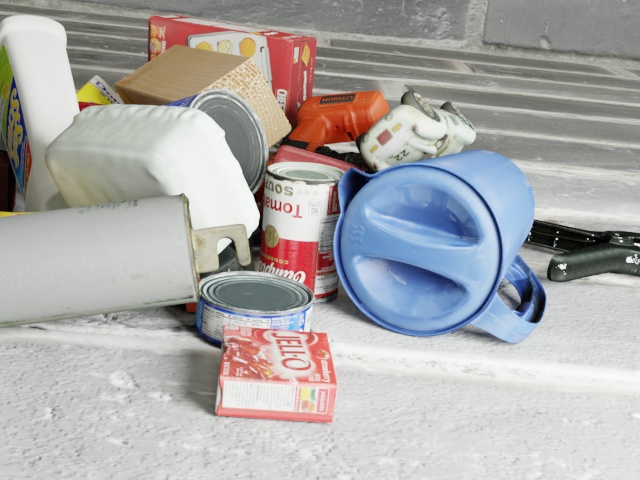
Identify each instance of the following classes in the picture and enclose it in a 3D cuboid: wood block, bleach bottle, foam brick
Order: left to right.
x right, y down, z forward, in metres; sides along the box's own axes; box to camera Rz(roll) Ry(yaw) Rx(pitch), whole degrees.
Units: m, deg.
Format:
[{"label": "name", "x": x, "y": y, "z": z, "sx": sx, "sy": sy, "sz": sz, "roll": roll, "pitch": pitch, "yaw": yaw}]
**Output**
[{"label": "foam brick", "x": -0.330, "y": -0.054, "z": 1.006, "sx": 0.078, "sy": 0.051, "sz": 0.053, "roll": 3, "pitch": 18, "yaw": -9}, {"label": "bleach bottle", "x": -0.246, "y": -0.089, "z": 0.962, "sx": 0.068, "sy": 0.103, "sz": 0.251, "roll": 1, "pitch": 45, "yaw": -30}, {"label": "wood block", "x": -0.129, "y": -0.141, "z": 1.128, "sx": 0.090, "sy": 0.090, "sz": 0.206, "roll": -38, "pitch": 27, "yaw": -16}]

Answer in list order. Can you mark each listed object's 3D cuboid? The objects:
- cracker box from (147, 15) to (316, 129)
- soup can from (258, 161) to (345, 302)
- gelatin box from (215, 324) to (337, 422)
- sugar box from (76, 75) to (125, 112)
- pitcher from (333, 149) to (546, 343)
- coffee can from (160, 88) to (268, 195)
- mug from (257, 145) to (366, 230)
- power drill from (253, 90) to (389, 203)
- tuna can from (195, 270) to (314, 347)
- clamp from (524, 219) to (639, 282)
[{"label": "cracker box", "x": -0.115, "y": -0.187, "z": 1.334, "sx": 0.214, "sy": 0.164, "sz": 0.072, "roll": 14, "pitch": 20, "yaw": 26}, {"label": "soup can", "x": -0.015, "y": -0.008, "z": 0.873, "sx": 0.068, "sy": 0.102, "sz": 0.068, "roll": 5, "pitch": 16, "yaw": -2}, {"label": "gelatin box", "x": -0.029, "y": 0.084, "z": 0.689, "sx": 0.073, "sy": 0.030, "sz": 0.089, "roll": 5, "pitch": 17, "yaw": -5}, {"label": "sugar box", "x": -0.255, "y": -0.136, "z": 1.245, "sx": 0.093, "sy": 0.048, "sz": 0.176, "roll": 47, "pitch": 12, "yaw": -15}, {"label": "pitcher", "x": 0.118, "y": -0.005, "z": 0.902, "sx": 0.145, "sy": 0.149, "sz": 0.242, "roll": -4, "pitch": 9, "yaw": 21}, {"label": "coffee can", "x": -0.133, "y": -0.074, "z": 0.977, "sx": 0.141, "sy": 0.103, "sz": 0.102, "roll": -10, "pitch": 3, "yaw": 41}, {"label": "mug", "x": -0.012, "y": -0.031, "z": 0.967, "sx": 0.081, "sy": 0.093, "sz": 0.117, "roll": 16, "pitch": 40, "yaw": 0}, {"label": "power drill", "x": 0.008, "y": -0.097, "z": 1.115, "sx": 0.185, "sy": 0.057, "sz": 0.187, "roll": -1, "pitch": 28, "yaw": 27}, {"label": "tuna can", "x": -0.049, "y": 0.052, "z": 0.782, "sx": 0.086, "sy": 0.034, "sz": 0.086, "roll": 6, "pitch": 17, "yaw": -2}, {"label": "clamp", "x": 0.277, "y": 0.008, "z": 1.043, "sx": 0.209, "sy": 0.036, "sz": 0.165, "roll": 3, "pitch": 17, "yaw": -19}]
